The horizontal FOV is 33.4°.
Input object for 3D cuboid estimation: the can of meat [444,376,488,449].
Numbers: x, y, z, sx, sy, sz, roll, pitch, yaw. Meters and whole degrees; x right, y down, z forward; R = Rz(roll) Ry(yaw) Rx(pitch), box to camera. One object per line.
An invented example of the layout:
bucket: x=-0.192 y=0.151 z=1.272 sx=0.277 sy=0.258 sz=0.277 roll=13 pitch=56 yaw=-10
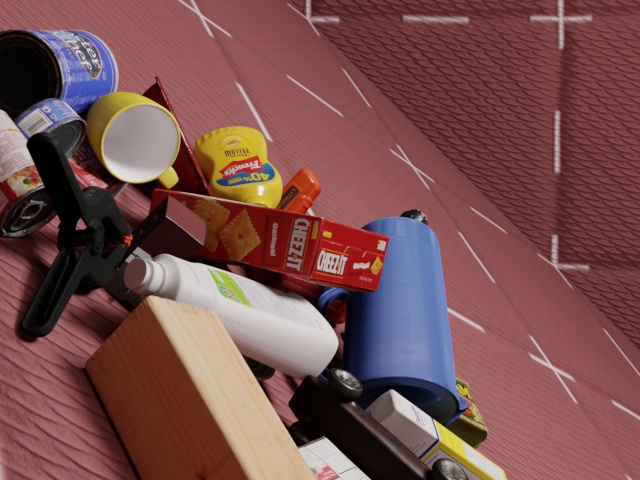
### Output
can of meat: x=0.162 y=0.219 z=1.374 sx=0.102 sy=0.057 sz=0.084 roll=31 pitch=24 yaw=-37

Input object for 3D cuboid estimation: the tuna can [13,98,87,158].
tuna can: x=-0.272 y=-0.098 z=1.042 sx=0.034 sy=0.086 sz=0.086 roll=45 pitch=16 yaw=9

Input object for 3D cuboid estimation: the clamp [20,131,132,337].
clamp: x=-0.214 y=0.007 z=0.939 sx=0.210 sy=0.036 sz=0.164 roll=45 pitch=48 yaw=-79

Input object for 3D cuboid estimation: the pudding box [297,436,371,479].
pudding box: x=0.015 y=0.235 z=0.977 sx=0.113 sy=0.039 sz=0.089 roll=42 pitch=16 yaw=19

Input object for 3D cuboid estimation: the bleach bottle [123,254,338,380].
bleach bottle: x=-0.091 y=0.063 z=1.013 sx=0.250 sy=0.068 sz=0.103 roll=29 pitch=11 yaw=-48

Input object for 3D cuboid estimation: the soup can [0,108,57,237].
soup can: x=-0.284 y=-0.062 z=0.958 sx=0.102 sy=0.069 sz=0.068 roll=49 pitch=17 yaw=16

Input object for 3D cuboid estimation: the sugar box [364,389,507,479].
sugar box: x=0.107 y=0.238 z=1.124 sx=0.176 sy=0.093 sz=0.048 roll=39 pitch=17 yaw=-20

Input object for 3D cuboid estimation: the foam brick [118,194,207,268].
foam brick: x=-0.160 y=0.003 z=1.080 sx=0.051 sy=0.078 sz=0.053 roll=41 pitch=17 yaw=-19

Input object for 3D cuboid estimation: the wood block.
wood block: x=-0.093 y=0.154 z=0.851 sx=0.090 sy=0.091 sz=0.206 roll=20 pitch=30 yaw=-54

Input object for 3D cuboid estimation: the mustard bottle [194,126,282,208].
mustard bottle: x=-0.102 y=-0.077 z=1.404 sx=0.096 sy=0.058 sz=0.192 roll=-8 pitch=40 yaw=-14

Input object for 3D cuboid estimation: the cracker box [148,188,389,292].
cracker box: x=-0.058 y=0.001 z=1.160 sx=0.214 sy=0.072 sz=0.164 roll=11 pitch=-1 yaw=29

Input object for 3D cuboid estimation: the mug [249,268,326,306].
mug: x=-0.037 y=0.029 z=1.307 sx=0.081 sy=0.093 sz=0.117 roll=25 pitch=11 yaw=-38

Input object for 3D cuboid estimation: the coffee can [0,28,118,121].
coffee can: x=-0.293 y=-0.176 z=1.149 sx=0.103 sy=0.103 sz=0.140 roll=45 pitch=16 yaw=2

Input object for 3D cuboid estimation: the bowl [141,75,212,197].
bowl: x=-0.185 y=-0.112 z=1.275 sx=0.162 sy=0.055 sz=0.162 roll=156 pitch=-91 yaw=-87

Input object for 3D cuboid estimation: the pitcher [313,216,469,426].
pitcher: x=0.077 y=0.092 z=1.221 sx=0.149 sy=0.145 sz=0.243 roll=50 pitch=30 yaw=-43

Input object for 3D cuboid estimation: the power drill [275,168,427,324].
power drill: x=0.024 y=-0.010 z=1.405 sx=0.188 sy=0.184 sz=0.057 roll=42 pitch=-3 yaw=23

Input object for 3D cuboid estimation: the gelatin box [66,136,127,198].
gelatin box: x=-0.252 y=-0.075 z=1.131 sx=0.073 sy=0.030 sz=0.089 roll=46 pitch=16 yaw=5
